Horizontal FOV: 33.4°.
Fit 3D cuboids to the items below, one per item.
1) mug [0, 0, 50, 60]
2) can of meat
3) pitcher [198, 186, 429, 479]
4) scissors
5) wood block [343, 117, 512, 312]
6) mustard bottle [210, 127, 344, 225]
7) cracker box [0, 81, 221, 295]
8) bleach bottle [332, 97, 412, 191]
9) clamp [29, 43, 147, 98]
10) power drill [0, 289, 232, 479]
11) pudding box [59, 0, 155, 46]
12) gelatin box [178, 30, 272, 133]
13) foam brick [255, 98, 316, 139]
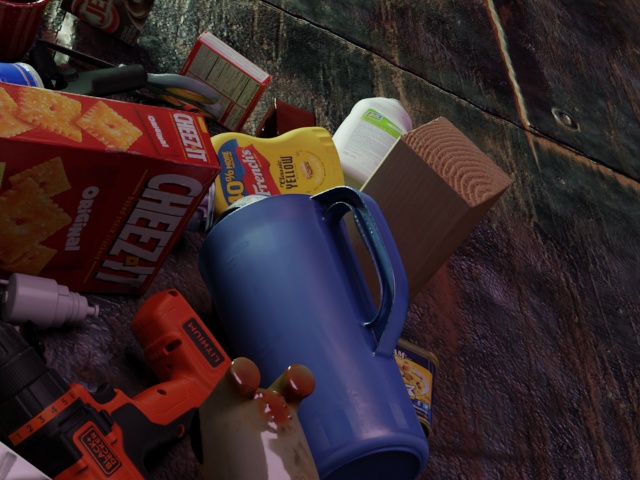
[{"bbox_3d":[-0.306,-0.237,1.044,0.093,0.082,0.117,37,44,1],"label":"mug"},{"bbox_3d":[0.053,0.131,0.947,0.102,0.058,0.084,26,38,-13],"label":"can of meat"},{"bbox_3d":[0.001,0.082,0.847,0.145,0.149,0.243,-14,52,-12],"label":"pitcher"},{"bbox_3d":[-0.187,-0.171,1.091,0.201,0.096,0.016,23,79,-21],"label":"scissors"},{"bbox_3d":[0.070,-0.003,0.986,0.091,0.206,0.090,45,36,13],"label":"wood block"},{"bbox_3d":[-0.072,-0.058,1.043,0.191,0.058,0.096,-7,82,-29],"label":"mustard bottle"},{"bbox_3d":[-0.208,-0.034,0.828,0.213,0.164,0.072,6,46,-35],"label":"cracker box"},{"bbox_3d":[0.064,-0.100,1.225,0.102,0.068,0.250,34,32,-3],"label":"bleach bottle"},{"bbox_3d":[-0.232,-0.144,1.004,0.120,0.039,0.171,4,29,-1],"label":"clamp"},{"bbox_3d":[-0.150,0.106,0.772,0.184,0.057,0.187,55,34,-3],"label":"power drill"},{"bbox_3d":[-0.219,-0.277,1.149,0.090,0.114,0.039,26,39,-12],"label":"pudding box"},{"bbox_3d":[-0.107,-0.170,1.151,0.089,0.073,0.030,34,35,-2],"label":"gelatin box"},{"bbox_3d":[-0.036,-0.104,1.152,0.051,0.053,0.078,20,37,-22],"label":"foam brick"}]
